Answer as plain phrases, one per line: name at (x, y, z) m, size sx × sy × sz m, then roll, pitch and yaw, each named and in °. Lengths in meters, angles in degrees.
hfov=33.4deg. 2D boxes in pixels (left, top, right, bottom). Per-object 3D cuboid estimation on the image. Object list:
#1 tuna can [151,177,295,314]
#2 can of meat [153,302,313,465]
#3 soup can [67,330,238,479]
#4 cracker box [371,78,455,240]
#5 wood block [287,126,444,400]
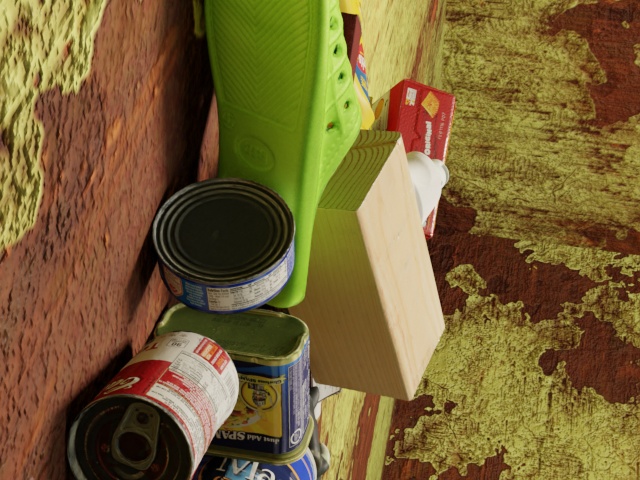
tuna can at (-0.058, 0.003, 0.651) m, size 0.034 × 0.086 × 0.086 m, roll 90°, pitch 12°, yaw -49°
can of meat at (-0.056, 0.091, 0.692) m, size 0.057 × 0.102 × 0.084 m, roll -67°, pitch 160°, yaw -57°
soup can at (-0.089, 0.097, 0.593) m, size 0.102 × 0.068 × 0.068 m, roll -56°, pitch 152°, yaw -72°
cracker box at (0.069, -0.067, 1.202) m, size 0.214 × 0.072 × 0.164 m, roll 152°, pitch -49°, yaw -68°
wood block at (0.027, 0.020, 0.831) m, size 0.090 × 0.091 × 0.206 m, roll -59°, pitch 145°, yaw -38°
